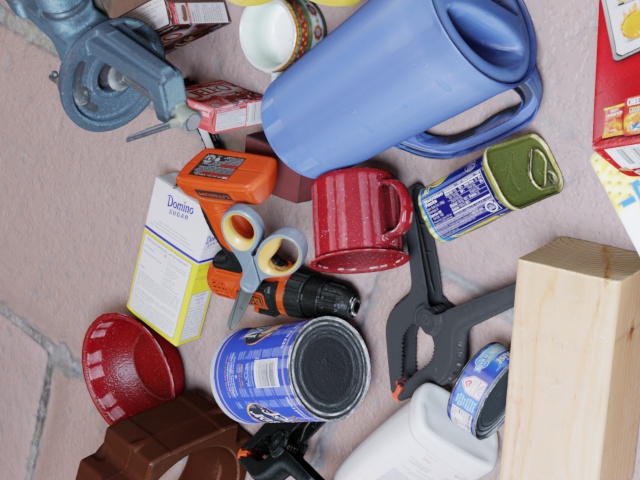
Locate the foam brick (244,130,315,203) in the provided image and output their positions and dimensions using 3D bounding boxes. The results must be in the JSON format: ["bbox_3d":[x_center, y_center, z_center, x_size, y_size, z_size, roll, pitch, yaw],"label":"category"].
[{"bbox_3d":[-0.033,-0.076,1.076,0.078,0.052,0.051,23,116,32],"label":"foam brick"}]

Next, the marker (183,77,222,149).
[{"bbox_3d":[-0.125,-0.121,1.160,0.020,0.020,0.121,-26,85,40],"label":"marker"}]

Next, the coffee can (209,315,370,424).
[{"bbox_3d":[-0.033,0.134,1.085,0.141,0.102,0.103,-14,93,51],"label":"coffee can"}]

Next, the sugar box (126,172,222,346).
[{"bbox_3d":[-0.161,0.021,1.212,0.093,0.048,0.176,33,117,28],"label":"sugar box"}]

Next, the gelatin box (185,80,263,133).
[{"bbox_3d":[-0.106,-0.138,1.094,0.073,0.089,0.030,23,116,32],"label":"gelatin box"}]

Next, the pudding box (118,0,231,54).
[{"bbox_3d":[-0.165,-0.224,1.117,0.114,0.089,0.039,-18,90,40],"label":"pudding box"}]

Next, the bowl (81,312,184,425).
[{"bbox_3d":[-0.215,0.158,1.285,0.162,0.055,0.162,12,109,36],"label":"bowl"}]

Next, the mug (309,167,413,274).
[{"bbox_3d":[0.041,-0.021,0.981,0.117,0.093,0.081,-22,67,51],"label":"mug"}]

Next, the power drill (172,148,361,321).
[{"bbox_3d":[-0.057,0.001,1.069,0.185,0.057,0.187,10,135,32],"label":"power drill"}]

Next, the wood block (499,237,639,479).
[{"bbox_3d":[0.217,0.112,0.900,0.090,0.090,0.206,14,110,35],"label":"wood block"}]

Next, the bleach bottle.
[{"bbox_3d":[0.060,0.238,1.064,0.102,0.068,0.251,33,131,-16],"label":"bleach bottle"}]

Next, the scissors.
[{"bbox_3d":[-0.081,0.026,1.054,0.096,0.016,0.202,42,142,-8],"label":"scissors"}]

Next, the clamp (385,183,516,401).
[{"bbox_3d":[0.106,0.061,1.011,0.165,0.036,0.210,48,130,30],"label":"clamp"}]

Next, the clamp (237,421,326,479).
[{"bbox_3d":[-0.032,0.228,1.136,0.039,0.120,0.172,34,136,-20],"label":"clamp"}]

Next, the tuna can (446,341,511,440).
[{"bbox_3d":[0.152,0.135,0.962,0.034,0.085,0.086,32,120,30],"label":"tuna can"}]

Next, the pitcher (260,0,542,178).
[{"bbox_3d":[0.066,-0.139,0.941,0.243,0.144,0.149,-28,72,44],"label":"pitcher"}]

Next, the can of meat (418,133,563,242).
[{"bbox_3d":[0.144,-0.043,0.911,0.084,0.101,0.057,-30,84,42],"label":"can of meat"}]
